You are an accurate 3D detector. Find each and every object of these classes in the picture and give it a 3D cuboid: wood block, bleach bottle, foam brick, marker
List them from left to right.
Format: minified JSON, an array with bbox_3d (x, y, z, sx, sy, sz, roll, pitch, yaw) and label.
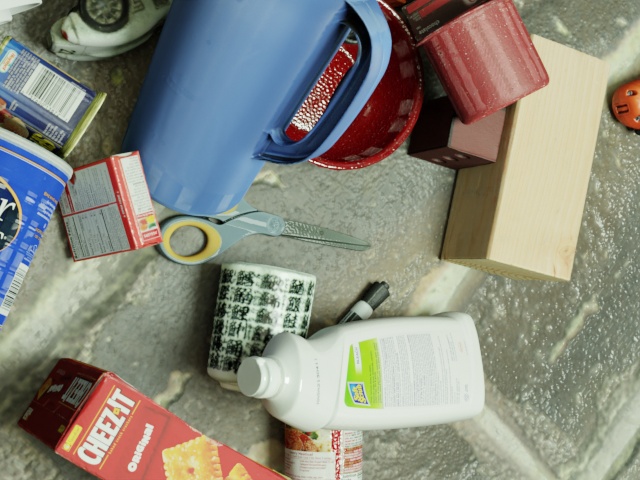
[{"bbox_3d":[0.020,0.081,0.949,0.121,0.020,0.020,-47,106,-18],"label":"marker"},{"bbox_3d":[0.034,0.104,0.875,0.250,0.068,0.102,8,69,-45],"label":"bleach bottle"},{"bbox_3d":[0.123,-0.098,0.967,0.053,0.078,0.051,14,83,-20],"label":"foam brick"},{"bbox_3d":[0.189,-0.072,0.988,0.090,0.090,0.206,15,83,-22],"label":"wood block"}]

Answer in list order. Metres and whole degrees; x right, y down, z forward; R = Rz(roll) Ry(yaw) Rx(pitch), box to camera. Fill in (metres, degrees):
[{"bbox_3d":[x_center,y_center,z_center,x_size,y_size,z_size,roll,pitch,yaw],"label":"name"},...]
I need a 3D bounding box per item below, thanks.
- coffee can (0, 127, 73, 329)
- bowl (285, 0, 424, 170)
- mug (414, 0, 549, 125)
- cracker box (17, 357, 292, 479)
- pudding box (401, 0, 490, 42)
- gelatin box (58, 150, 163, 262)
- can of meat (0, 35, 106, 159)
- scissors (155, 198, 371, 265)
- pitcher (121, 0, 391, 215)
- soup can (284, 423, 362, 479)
[{"bbox_3d":[-0.258,-0.009,0.786,0.102,0.103,0.140,26,79,-21],"label":"coffee can"},{"bbox_3d":[0.007,-0.139,0.930,0.161,0.055,0.162,1,88,-23],"label":"bowl"},{"bbox_3d":[0.142,-0.151,0.900,0.081,0.093,0.117,63,25,-2],"label":"mug"},{"bbox_3d":[-0.110,0.172,0.812,0.213,0.164,0.072,36,74,-19],"label":"cracker box"},{"bbox_3d":[0.136,-0.219,0.946,0.113,0.090,0.039,-34,97,-54],"label":"pudding box"},{"bbox_3d":[-0.167,-0.025,0.833,0.030,0.089,0.073,-19,96,-45],"label":"gelatin box"},{"bbox_3d":[-0.218,-0.105,0.808,0.084,0.102,0.057,34,76,-17],"label":"can of meat"},{"bbox_3d":[-0.056,0.001,0.921,0.201,0.016,0.096,29,79,-20],"label":"scissors"},{"bbox_3d":[-0.056,-0.127,0.794,0.144,0.243,0.149,17,40,-18],"label":"pitcher"},{"bbox_3d":[0.002,0.200,0.911,0.068,0.069,0.102,1,88,-23],"label":"soup can"}]
